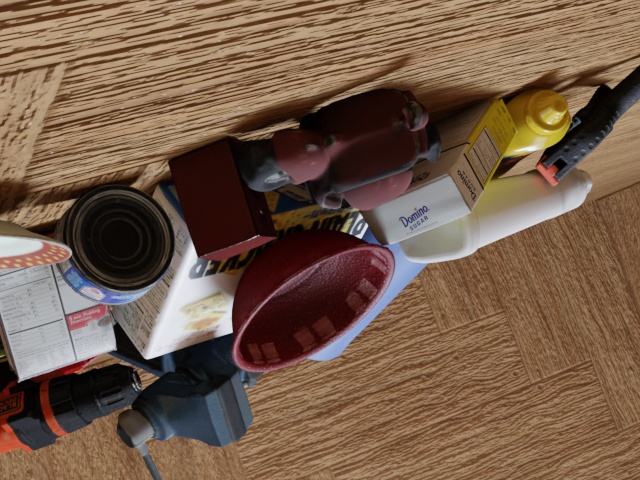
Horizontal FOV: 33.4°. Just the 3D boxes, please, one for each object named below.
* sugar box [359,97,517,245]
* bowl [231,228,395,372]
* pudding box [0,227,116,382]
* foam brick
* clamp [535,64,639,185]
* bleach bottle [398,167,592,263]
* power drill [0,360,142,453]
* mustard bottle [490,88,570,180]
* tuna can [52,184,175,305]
[{"bbox_3d":[0.108,-0.062,0.937,0.093,0.048,0.176,-22,-161,33],"label":"sugar box"},{"bbox_3d":[-0.017,0.041,0.907,0.162,0.055,0.162,-28,152,-17],"label":"bowl"},{"bbox_3d":[-0.222,0.049,0.876,0.090,0.113,0.039,-17,-157,-19],"label":"pudding box"},{"bbox_3d":[-0.072,-0.029,0.791,0.051,0.078,0.053,-19,175,11],"label":"foam brick"},{"bbox_3d":[0.273,-0.119,1.076,0.171,0.039,0.120,-42,177,-11],"label":"clamp"},{"bbox_3d":[0.194,-0.038,1.071,0.250,0.068,0.103,-16,-178,-38],"label":"bleach bottle"},{"bbox_3d":[-0.255,0.105,0.988,0.184,0.187,0.057,-19,133,5],"label":"power drill"},{"bbox_3d":[0.193,-0.106,1.055,0.096,0.058,0.192,-23,175,-17],"label":"mustard bottle"},{"bbox_3d":[-0.151,0.002,0.787,0.085,0.086,0.034,-16,172,-32],"label":"tuna can"}]
